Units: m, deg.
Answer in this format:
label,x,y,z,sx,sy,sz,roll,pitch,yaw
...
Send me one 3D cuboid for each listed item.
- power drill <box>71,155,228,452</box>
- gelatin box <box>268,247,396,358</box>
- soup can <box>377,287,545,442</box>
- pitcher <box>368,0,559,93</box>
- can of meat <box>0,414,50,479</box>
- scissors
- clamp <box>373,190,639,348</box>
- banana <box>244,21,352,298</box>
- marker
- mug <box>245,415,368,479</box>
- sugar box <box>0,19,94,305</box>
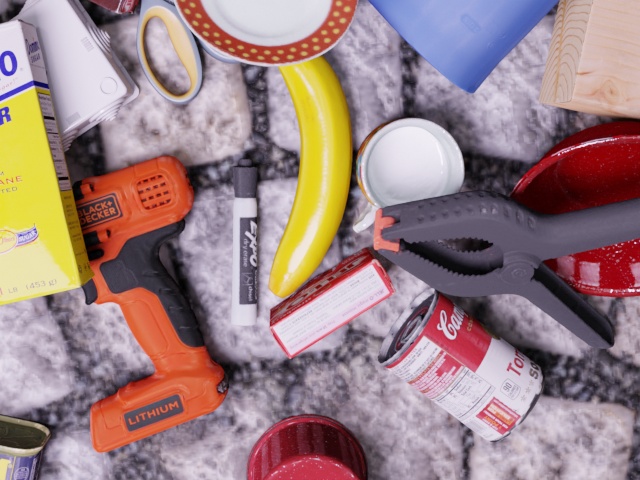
label,x,y,z,sx,sy,sz,roll,pitch,yaw
power drill,-0.157,0.050,0.758,0.184,0.057,0.187,-19,97,0
gelatin box,0.007,0.042,0.756,0.089,0.073,0.030,-33,97,2
soup can,0.101,0.090,0.769,0.102,0.068,0.068,36,94,-6
pitcher,0.127,-0.224,0.666,0.145,0.149,0.243,46,108,1
can of meat,-0.255,0.171,0.769,0.102,0.057,0.084,13,99,-4
scissors,-0.106,-0.199,0.753,0.096,0.016,0.202,-13,97,-3
clamp,0.142,0.003,0.723,0.210,0.036,0.165,14,138,-11
banana,-0.011,-0.059,0.764,0.069,0.037,0.198,-4,96,7
marker,-0.055,0.001,0.776,0.020,0.020,0.121,1,97,-3
mug,0.003,0.186,0.769,0.117,0.081,0.093,22,95,-5
sugar box,-0.215,-0.047,0.698,0.093,0.048,0.176,-13,97,2
